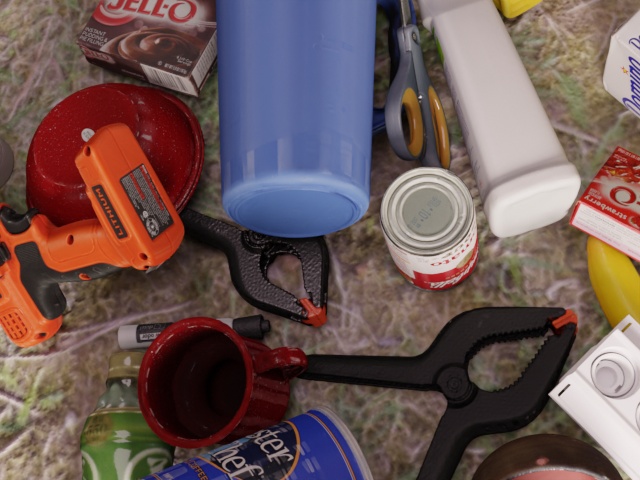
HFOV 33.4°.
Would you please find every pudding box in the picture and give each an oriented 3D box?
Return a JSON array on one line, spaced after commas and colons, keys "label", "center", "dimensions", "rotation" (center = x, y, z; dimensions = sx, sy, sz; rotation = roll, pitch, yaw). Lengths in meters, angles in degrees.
[{"label": "pudding box", "center": [-0.137, -0.180, 0.907], "dimensions": [0.113, 0.039, 0.090], "rotation": [20, 71, 14]}]

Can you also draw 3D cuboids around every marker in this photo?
[{"label": "marker", "center": [-0.099, 0.072, 0.839], "dimensions": [0.121, 0.020, 0.020], "rotation": [-5, 73, 9]}]

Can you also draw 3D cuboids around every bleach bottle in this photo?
[{"label": "bleach bottle", "center": [0.121, -0.133, 0.815], "dimensions": [0.068, 0.102, 0.251], "rotation": [-17, 72, 1]}]

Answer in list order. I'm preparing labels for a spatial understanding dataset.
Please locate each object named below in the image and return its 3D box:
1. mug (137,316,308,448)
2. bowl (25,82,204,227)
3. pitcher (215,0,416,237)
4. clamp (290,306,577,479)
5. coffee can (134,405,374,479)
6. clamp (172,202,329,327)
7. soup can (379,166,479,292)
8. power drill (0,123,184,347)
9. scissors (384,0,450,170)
[{"label": "mug", "center": [-0.063, 0.103, 0.780], "dimensions": [0.117, 0.081, 0.093], "rotation": [-25, 69, 16]}, {"label": "bowl", "center": [-0.178, -0.071, 0.862], "dimensions": [0.162, 0.055, 0.162], "rotation": [-7, 63, 14]}, {"label": "pitcher", "center": [-0.009, -0.129, 0.817], "dimensions": [0.149, 0.145, 0.243], "rotation": [-7, 67, 15]}, {"label": "clamp", "center": [0.100, 0.120, 0.777], "dimensions": [0.210, 0.036, 0.164], "rotation": [-25, 68, 4]}, {"label": "coffee can", "center": [-0.044, 0.185, 0.725], "dimensions": [0.140, 0.103, 0.103], "rotation": [-18, 69, -23]}, {"label": "clamp", "center": [-0.056, 0.001, 0.843], "dimensions": [0.120, 0.039, 0.171], "rotation": [-30, 64, 8]}, {"label": "soup can", "center": [0.082, -0.007, 0.785], "dimensions": [0.068, 0.102, 0.068], "rotation": [-3, 73, 9]}, {"label": "power drill", "center": [-0.208, -0.021, 0.803], "dimensions": [0.188, 0.057, 0.184], "rotation": [-20, 107, 31]}, {"label": "scissors", "center": [0.061, -0.145, 0.814], "dimensions": [0.016, 0.096, 0.202], "rotation": [-11, 99, 31]}]
